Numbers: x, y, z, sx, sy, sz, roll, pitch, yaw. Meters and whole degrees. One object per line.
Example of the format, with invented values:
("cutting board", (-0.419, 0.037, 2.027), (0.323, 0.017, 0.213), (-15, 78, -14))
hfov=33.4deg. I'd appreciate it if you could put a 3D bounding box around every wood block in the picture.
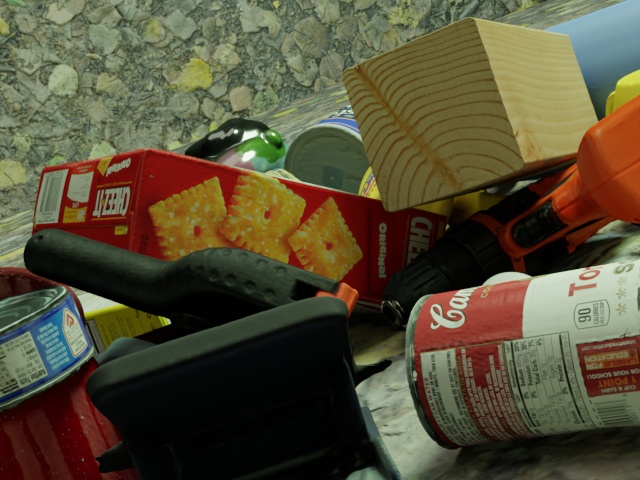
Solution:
("wood block", (0.108, -0.081, 0.691), (0.090, 0.091, 0.205), (-19, -1, 28))

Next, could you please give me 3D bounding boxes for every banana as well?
("banana", (0.129, -0.021, 0.799), (0.069, 0.037, 0.198), (0, 8, -16))

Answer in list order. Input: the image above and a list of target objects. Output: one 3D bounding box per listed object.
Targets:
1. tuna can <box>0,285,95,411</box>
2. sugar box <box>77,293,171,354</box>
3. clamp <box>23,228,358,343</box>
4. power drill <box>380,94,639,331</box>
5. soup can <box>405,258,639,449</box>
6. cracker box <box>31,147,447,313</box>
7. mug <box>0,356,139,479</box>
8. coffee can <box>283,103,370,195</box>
("tuna can", (-0.152, 0.053, 0.498), (0.086, 0.034, 0.086), (-19, 12, 4))
("sugar box", (-0.171, 0.066, 0.868), (0.176, 0.048, 0.093), (-17, 9, 30))
("clamp", (-0.064, 0.028, 0.514), (0.172, 0.120, 0.039), (-12, 51, 42))
("power drill", (0.133, -0.018, 0.587), (0.184, 0.057, 0.188), (-31, -4, -24))
("soup can", (0.095, 0.048, 0.440), (0.102, 0.068, 0.068), (-12, 13, 31))
("cracker box", (-0.054, 0.001, 0.678), (0.213, 0.072, 0.164), (12, -8, -33))
("mug", (-0.133, 0.103, 0.529), (0.093, 0.081, 0.117), (-18, 11, 8))
("coffee can", (0.041, -0.082, 1.046), (0.103, 0.103, 0.140), (-13, 15, 32))
